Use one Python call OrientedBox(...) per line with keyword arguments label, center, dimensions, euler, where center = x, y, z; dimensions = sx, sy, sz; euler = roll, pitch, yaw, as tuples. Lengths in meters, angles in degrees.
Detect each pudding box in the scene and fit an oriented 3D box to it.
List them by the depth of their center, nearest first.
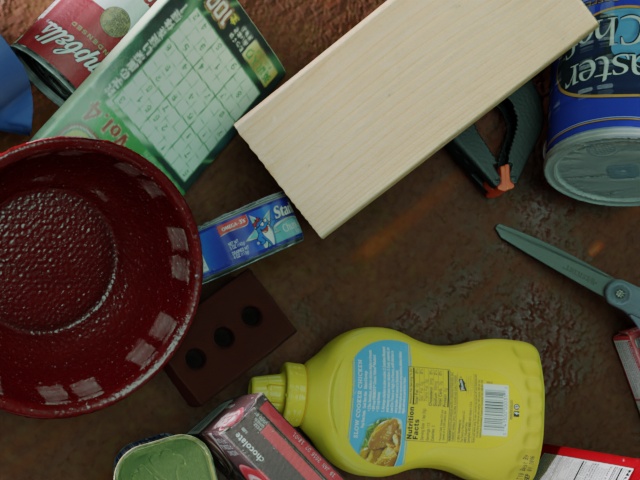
OrientedBox(label="pudding box", center=(-0.030, 0.137, 0.647), dimensions=(0.039, 0.114, 0.090), euler=(-44, 94, -18))

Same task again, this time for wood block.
OrientedBox(label="wood block", center=(0.057, -0.103, 0.671), dimensions=(0.206, 0.090, 0.091), euler=(-38, 94, 8))

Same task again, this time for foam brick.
OrientedBox(label="foam brick", center=(-0.065, 0.062, 0.680), dimensions=(0.078, 0.051, 0.053), euler=(-38, 92, -15))

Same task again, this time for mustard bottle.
OrientedBox(label="mustard bottle", center=(0.048, 0.106, 0.697), dimensions=(0.191, 0.058, 0.096), euler=(7, 80, -13))

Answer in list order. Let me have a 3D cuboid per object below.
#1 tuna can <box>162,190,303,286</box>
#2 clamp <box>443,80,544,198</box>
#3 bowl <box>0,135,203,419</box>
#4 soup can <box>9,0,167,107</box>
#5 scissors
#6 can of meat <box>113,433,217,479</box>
OrientedBox(label="tuna can", center=(-0.054, 0.001, 0.672), dimensions=(0.086, 0.086, 0.034), euler=(-24, 91, -15))
OrientedBox(label="clamp", center=(0.123, -0.119, 0.753), dimensions=(0.120, 0.039, 0.171), euler=(-15, 86, -4))
OrientedBox(label="bowl", center=(-0.152, 0.018, 0.615), dimensions=(0.161, 0.055, 0.162), euler=(-7, 104, -28))
OrientedBox(label="soup can", center=(-0.138, -0.134, 0.679), dimensions=(0.068, 0.069, 0.102), euler=(41, 75, -6))
OrientedBox(label="scissors", center=(0.209, 0.058, 0.736), dimensions=(0.202, 0.016, 0.096), euler=(14, 90, 14))
OrientedBox(label="can of meat", center=(-0.090, 0.168, 0.644), dimensions=(0.057, 0.084, 0.102), euler=(-15, 87, -15))
